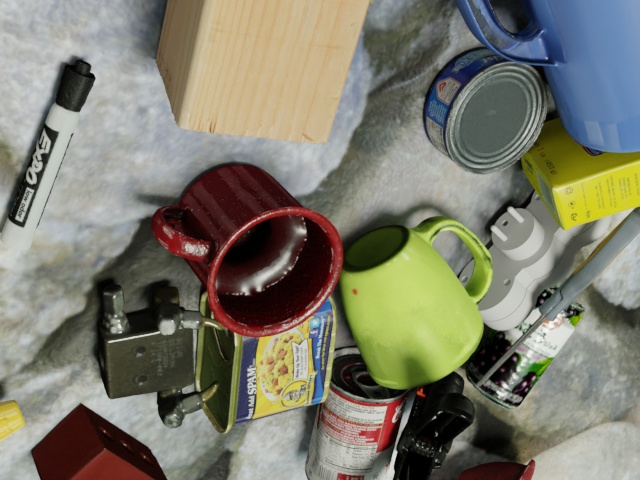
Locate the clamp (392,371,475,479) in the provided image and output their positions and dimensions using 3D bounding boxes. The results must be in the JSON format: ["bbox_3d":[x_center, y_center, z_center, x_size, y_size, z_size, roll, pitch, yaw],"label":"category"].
[{"bbox_3d":[0.073,0.161,0.794,0.036,0.210,0.165,24,101,3],"label":"clamp"}]

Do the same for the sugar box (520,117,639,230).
[{"bbox_3d":[0.240,-0.071,0.772,0.176,0.093,0.048,-20,123,4],"label":"sugar box"}]

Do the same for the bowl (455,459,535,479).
[{"bbox_3d":[0.133,0.257,0.945,0.162,0.055,0.162,-52,156,-35],"label":"bowl"}]

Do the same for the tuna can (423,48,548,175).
[{"bbox_3d":[0.117,-0.092,0.758,0.086,0.034,0.086,-15,125,-22],"label":"tuna can"}]

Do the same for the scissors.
[{"bbox_3d":[0.192,0.038,0.825,0.096,0.016,0.202,-37,166,-43],"label":"scissors"}]

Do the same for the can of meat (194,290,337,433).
[{"bbox_3d":[-0.038,0.078,0.759,0.083,0.057,0.102,-10,124,-28],"label":"can of meat"}]

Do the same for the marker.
[{"bbox_3d":[-0.160,-0.050,0.630,0.020,0.020,0.121,13,111,-36],"label":"marker"}]

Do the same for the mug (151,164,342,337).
[{"bbox_3d":[-0.054,0.001,0.683,0.117,0.082,0.093,8,114,-34],"label":"mug"}]

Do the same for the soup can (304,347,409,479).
[{"bbox_3d":[0.027,0.144,0.830,0.068,0.069,0.102,-6,122,-28],"label":"soup can"}]

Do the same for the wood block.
[{"bbox_3d":[-0.021,-0.165,0.573,0.090,0.090,0.206,4,123,-22],"label":"wood block"}]

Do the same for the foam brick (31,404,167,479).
[{"bbox_3d":[-0.153,0.162,0.745,0.051,0.053,0.078,-44,132,0],"label":"foam brick"}]
